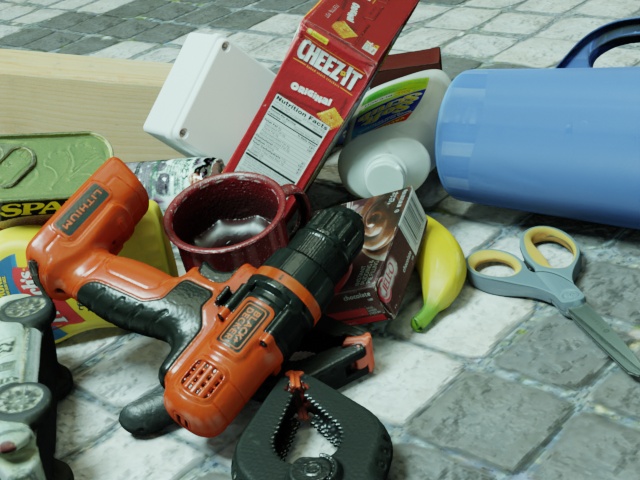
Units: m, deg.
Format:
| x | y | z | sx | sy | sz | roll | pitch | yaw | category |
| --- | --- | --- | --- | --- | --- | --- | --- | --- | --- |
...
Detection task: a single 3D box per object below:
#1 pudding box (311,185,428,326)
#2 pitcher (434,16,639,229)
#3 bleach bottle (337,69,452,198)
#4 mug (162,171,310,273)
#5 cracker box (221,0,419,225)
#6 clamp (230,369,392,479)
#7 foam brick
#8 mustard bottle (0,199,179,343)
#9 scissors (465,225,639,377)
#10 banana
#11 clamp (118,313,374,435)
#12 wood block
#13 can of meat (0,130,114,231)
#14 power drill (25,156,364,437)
| x | y | z | sx | sy | sz | roll | pitch | yaw | category |
| --- | --- | --- | --- | --- | --- | --- | --- | --- | --- |
| 0.023 | 0.016 | 0.782 | 0.090 | 0.039 | 0.113 | -13 | 32 | 32 | pudding box |
| 0.219 | -0.083 | 0.820 | 0.243 | 0.145 | 0.149 | 8 | 37 | 29 | pitcher |
| 0.071 | -0.087 | 0.923 | 0.103 | 0.068 | 0.250 | -16 | 16 | 12 | bleach bottle |
| -0.055 | 0.001 | 0.814 | 0.117 | 0.081 | 0.093 | -36 | 46 | -25 | mug |
| -0.012 | -0.108 | 0.890 | 0.072 | 0.214 | 0.164 | 31 | 34 | -2 | cracker box |
| 0.009 | 0.141 | 0.592 | 0.164 | 0.036 | 0.210 | -8 | 29 | 3 | clamp |
| 0.092 | -0.169 | 1.134 | 0.078 | 0.053 | 0.051 | -7 | 27 | 8 | foam brick |
| -0.207 | 0.033 | 0.810 | 0.191 | 0.096 | 0.058 | -11 | 30 | -2 | mustard bottle |
| 0.155 | 0.043 | 0.750 | 0.096 | 0.016 | 0.201 | -9 | 27 | 6 | scissors |
| 0.064 | 0.003 | 0.835 | 0.069 | 0.037 | 0.198 | -17 | 28 | -12 | banana |
| -0.052 | 0.086 | 0.719 | 0.172 | 0.039 | 0.120 | 0 | 46 | 17 | clamp |
| -0.224 | -0.130 | 1.068 | 0.205 | 0.091 | 0.090 | 2 | 24 | -15 | wood block |
| -0.214 | -0.037 | 0.822 | 0.102 | 0.084 | 0.057 | -5 | 65 | -20 | can of meat |
| -0.086 | 0.016 | 0.711 | 0.188 | 0.057 | 0.184 | 28 | 62 | 23 | power drill |
